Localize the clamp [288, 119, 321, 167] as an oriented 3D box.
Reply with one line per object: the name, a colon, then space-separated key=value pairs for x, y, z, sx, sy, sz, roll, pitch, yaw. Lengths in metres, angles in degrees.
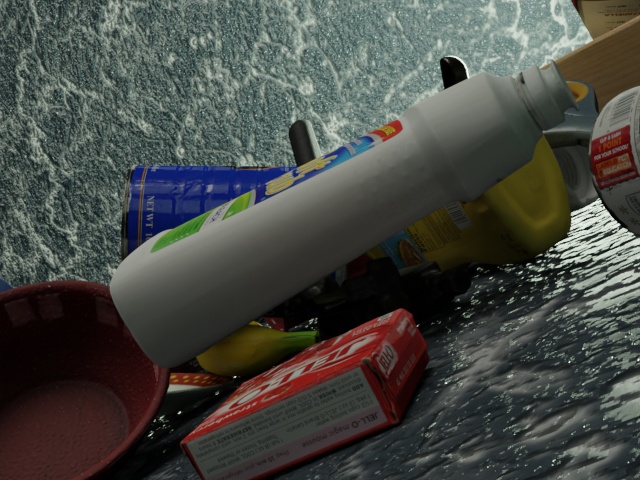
clamp: x=0.020 y=-0.016 z=1.015 sx=0.036 sy=0.164 sz=0.210 roll=-43 pitch=18 yaw=31

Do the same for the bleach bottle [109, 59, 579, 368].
bleach bottle: x=0.014 y=-0.020 z=0.556 sx=0.251 sy=0.068 sz=0.102 roll=-28 pitch=8 yaw=19

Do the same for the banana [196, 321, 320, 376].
banana: x=-0.056 y=0.074 z=0.746 sx=0.069 sy=0.037 sz=0.198 roll=5 pitch=-3 yaw=-14

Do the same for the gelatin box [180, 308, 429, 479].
gelatin box: x=-0.003 y=0.065 z=0.439 sx=0.089 sy=0.030 sz=0.073 roll=-27 pitch=3 yaw=20

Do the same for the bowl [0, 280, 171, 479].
bowl: x=-0.159 y=0.098 z=0.606 sx=0.162 sy=0.055 sz=0.162 roll=-5 pitch=43 yaw=5

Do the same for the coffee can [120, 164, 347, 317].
coffee can: x=-0.055 y=0.001 z=0.707 sx=0.140 sy=0.103 sz=0.103 roll=0 pitch=2 yaw=-2

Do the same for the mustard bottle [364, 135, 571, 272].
mustard bottle: x=0.067 y=-0.022 z=0.659 sx=0.058 sy=0.096 sz=0.192 roll=-32 pitch=4 yaw=-28
